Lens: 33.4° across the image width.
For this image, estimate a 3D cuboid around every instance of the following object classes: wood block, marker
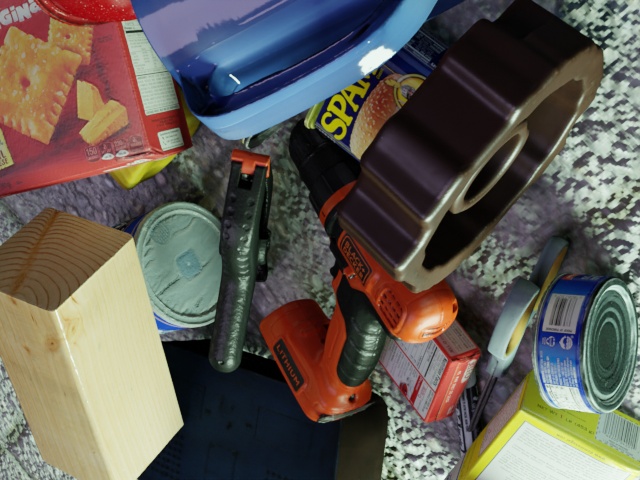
[{"bbox_3d":[-0.184,0.090,0.832,0.090,0.090,0.206,18,136,28],"label":"wood block"},{"bbox_3d":[0.110,0.120,0.800,0.020,0.020,0.121,13,126,36],"label":"marker"}]

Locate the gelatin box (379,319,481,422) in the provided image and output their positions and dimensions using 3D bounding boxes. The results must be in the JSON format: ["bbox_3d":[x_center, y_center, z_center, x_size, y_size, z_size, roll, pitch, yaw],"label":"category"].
[{"bbox_3d":[0.073,0.076,0.773,0.089,0.030,0.073,52,145,34],"label":"gelatin box"}]

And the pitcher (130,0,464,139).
[{"bbox_3d":[0.024,-0.158,0.555,0.243,0.144,0.149,-20,93,31],"label":"pitcher"}]

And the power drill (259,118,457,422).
[{"bbox_3d":[0.011,0.029,0.767,0.184,0.057,0.188,60,148,28],"label":"power drill"}]

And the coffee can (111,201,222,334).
[{"bbox_3d":[-0.150,0.032,0.905,0.141,0.102,0.103,-17,107,47],"label":"coffee can"}]

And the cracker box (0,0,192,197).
[{"bbox_3d":[-0.203,-0.149,0.777,0.164,0.072,0.214,-11,99,22],"label":"cracker box"}]

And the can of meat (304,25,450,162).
[{"bbox_3d":[0.048,-0.089,0.678,0.084,0.057,0.102,39,137,10],"label":"can of meat"}]

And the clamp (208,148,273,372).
[{"bbox_3d":[-0.055,0.001,0.805,0.039,0.120,0.172,10,121,-3],"label":"clamp"}]

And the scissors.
[{"bbox_3d":[0.131,0.064,0.722,0.016,0.096,0.202,30,160,16],"label":"scissors"}]

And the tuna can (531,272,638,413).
[{"bbox_3d":[0.165,0.063,0.659,0.034,0.086,0.086,3,120,38],"label":"tuna can"}]

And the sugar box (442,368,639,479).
[{"bbox_3d":[0.151,0.172,0.769,0.093,0.048,0.176,28,138,2],"label":"sugar box"}]
